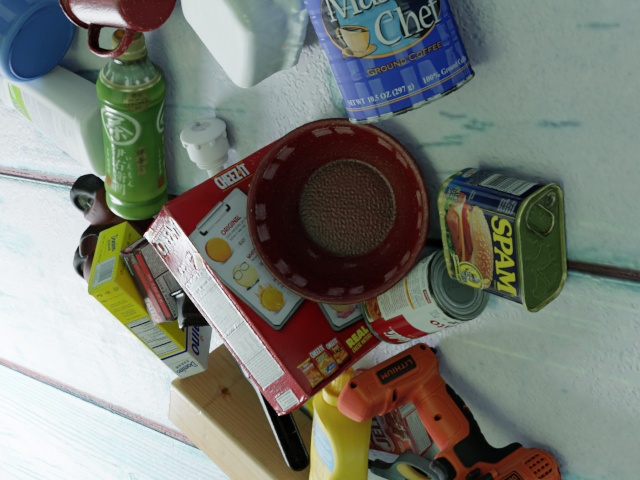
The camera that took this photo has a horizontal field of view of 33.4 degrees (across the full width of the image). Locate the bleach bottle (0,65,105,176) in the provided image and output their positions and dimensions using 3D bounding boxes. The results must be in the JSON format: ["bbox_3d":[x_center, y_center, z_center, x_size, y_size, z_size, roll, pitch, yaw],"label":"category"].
[{"bbox_3d":[-0.323,-0.172,1.252,0.251,0.068,0.102,34,146,31],"label":"bleach bottle"}]

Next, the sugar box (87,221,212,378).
[{"bbox_3d":[-0.187,0.070,1.208,0.048,0.093,0.176,-22,131,24],"label":"sugar box"}]

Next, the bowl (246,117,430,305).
[{"bbox_3d":[0.019,-0.026,0.940,0.162,0.055,0.162,1,95,11],"label":"bowl"}]

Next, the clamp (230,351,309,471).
[{"bbox_3d":[-0.065,0.127,1.154,0.210,0.036,0.165,56,157,36],"label":"clamp"}]

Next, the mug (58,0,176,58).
[{"bbox_3d":[-0.195,-0.233,1.025,0.082,0.093,0.117,16,94,35],"label":"mug"}]

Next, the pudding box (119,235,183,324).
[{"bbox_3d":[-0.156,0.027,1.172,0.039,0.113,0.090,-9,110,41],"label":"pudding box"}]

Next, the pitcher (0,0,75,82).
[{"bbox_3d":[-0.397,-0.275,1.203,0.243,0.145,0.149,38,159,18],"label":"pitcher"}]

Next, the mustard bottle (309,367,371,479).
[{"bbox_3d":[0.020,0.208,1.090,0.096,0.058,0.192,-115,23,-57],"label":"mustard bottle"}]

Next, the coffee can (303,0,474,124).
[{"bbox_3d":[0.044,-0.171,0.796,0.103,0.102,0.140,-3,115,50],"label":"coffee can"}]

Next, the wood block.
[{"bbox_3d":[-0.076,0.230,1.256,0.206,0.090,0.090,40,145,22],"label":"wood block"}]

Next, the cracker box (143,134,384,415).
[{"bbox_3d":[-0.035,0.031,0.993,0.214,0.163,0.072,52,142,5],"label":"cracker box"}]

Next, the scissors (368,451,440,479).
[{"bbox_3d":[0.065,0.231,1.115,0.202,0.016,0.096,21,148,35],"label":"scissors"}]

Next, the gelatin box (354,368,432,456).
[{"bbox_3d":[0.069,0.179,1.103,0.073,0.030,0.089,1,118,49],"label":"gelatin box"}]

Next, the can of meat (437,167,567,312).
[{"bbox_3d":[0.145,-0.004,0.852,0.084,0.057,0.102,20,131,43],"label":"can of meat"}]

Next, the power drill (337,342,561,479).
[{"bbox_3d":[0.099,0.195,0.967,0.188,0.184,0.057,50,145,25],"label":"power drill"}]

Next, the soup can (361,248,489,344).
[{"bbox_3d":[0.092,0.049,0.943,0.068,0.068,0.102,58,144,-3],"label":"soup can"}]
